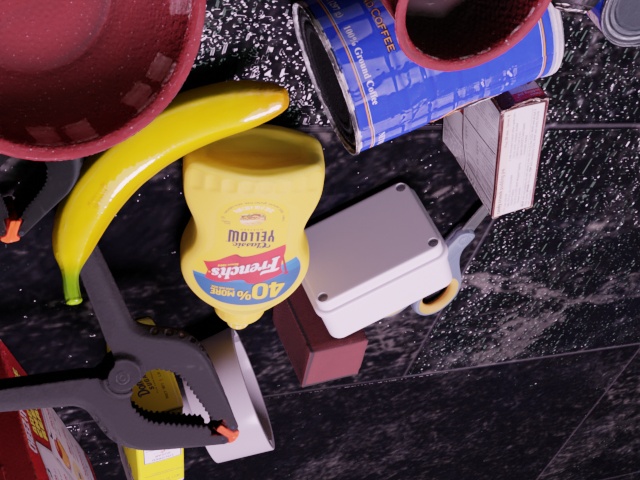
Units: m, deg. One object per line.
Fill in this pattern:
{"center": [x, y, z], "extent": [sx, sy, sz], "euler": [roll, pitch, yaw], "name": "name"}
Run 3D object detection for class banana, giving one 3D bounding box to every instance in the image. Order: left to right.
{"center": [-0.110, -0.047, 0.693], "extent": [0.198, 0.069, 0.037], "euler": [-43, 175, 6], "name": "banana"}

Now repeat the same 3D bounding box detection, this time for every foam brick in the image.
{"center": [-0.002, 0.073, 0.892], "extent": [0.051, 0.078, 0.053], "euler": [-12, 143, -20], "name": "foam brick"}

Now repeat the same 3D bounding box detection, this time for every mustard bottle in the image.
{"center": [-0.055, 0.001, 0.786], "extent": [0.096, 0.058, 0.192], "euler": [0, 139, -10], "name": "mustard bottle"}

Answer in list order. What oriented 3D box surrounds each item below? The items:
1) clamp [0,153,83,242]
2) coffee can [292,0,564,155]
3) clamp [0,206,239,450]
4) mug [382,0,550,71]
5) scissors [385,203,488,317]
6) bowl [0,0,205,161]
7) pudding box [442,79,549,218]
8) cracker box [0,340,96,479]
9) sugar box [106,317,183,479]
{"center": [-0.168, -0.074, 0.646], "extent": [0.120, 0.039, 0.172], "euler": [-4, 135, -20], "name": "clamp"}
{"center": [0.066, -0.127, 0.671], "extent": [0.140, 0.103, 0.103], "euler": [-23, 143, -5], "name": "coffee can"}
{"center": [-0.153, 0.098, 0.761], "extent": [0.209, 0.036, 0.164], "euler": [40, 90, -22], "name": "clamp"}
{"center": [0.077, -0.158, 0.567], "extent": [0.117, 0.081, 0.093], "euler": [-35, 142, 12], "name": "mug"}
{"center": [0.129, 0.006, 0.942], "extent": [0.202, 0.016, 0.096], "euler": [-41, 143, 18], "name": "scissors"}
{"center": [-0.144, -0.126, 0.558], "extent": [0.161, 0.055, 0.162], "euler": [-13, 117, -26], "name": "bowl"}
{"center": [0.123, -0.085, 0.766], "extent": [0.039, 0.090, 0.113], "euler": [-20, 142, -9], "name": "pudding box"}
{"center": [-0.225, 0.204, 0.839], "extent": [0.072, 0.164, 0.213], "euler": [-25, 144, -7], "name": "cracker box"}
{"center": [-0.145, 0.154, 0.888], "extent": [0.048, 0.093, 0.176], "euler": [-11, 140, -19], "name": "sugar box"}
